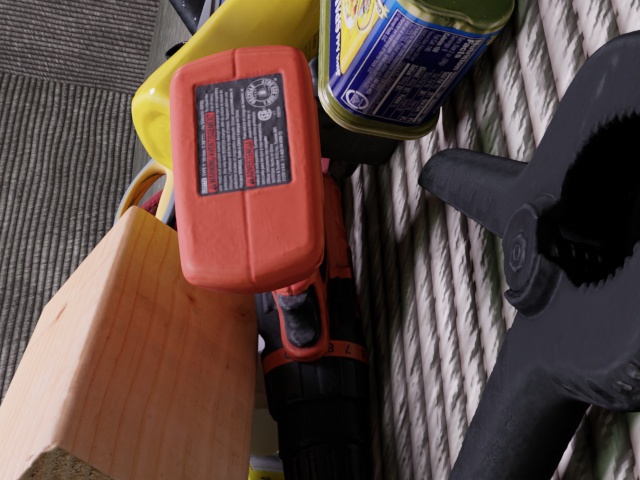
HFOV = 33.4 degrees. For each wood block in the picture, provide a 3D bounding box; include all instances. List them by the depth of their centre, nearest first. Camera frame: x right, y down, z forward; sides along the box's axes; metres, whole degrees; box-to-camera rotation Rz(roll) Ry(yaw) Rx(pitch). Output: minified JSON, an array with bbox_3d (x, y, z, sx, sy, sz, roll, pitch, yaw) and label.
[{"bbox_3d":[-0.091,0.080,0.493,0.091,0.090,0.206,-46,19,20],"label":"wood block"}]

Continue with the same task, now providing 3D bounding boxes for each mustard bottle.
[{"bbox_3d":[-0.018,-0.118,0.564,0.191,0.058,0.096,-51,-6,-17],"label":"mustard bottle"}]

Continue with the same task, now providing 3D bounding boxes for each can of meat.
[{"bbox_3d":[0.039,-0.108,0.448,0.084,0.057,0.102,127,148,-60],"label":"can of meat"}]

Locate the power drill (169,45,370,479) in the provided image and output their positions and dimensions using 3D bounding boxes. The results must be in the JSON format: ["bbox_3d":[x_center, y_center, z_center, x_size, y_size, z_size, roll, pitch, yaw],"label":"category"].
[{"bbox_3d":[-0.015,0.021,0.467,0.187,0.057,0.184,74,-173,-63],"label":"power drill"}]

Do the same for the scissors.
[{"bbox_3d":[-0.064,-0.071,0.631,0.016,0.096,0.201,45,-120,-50],"label":"scissors"}]
